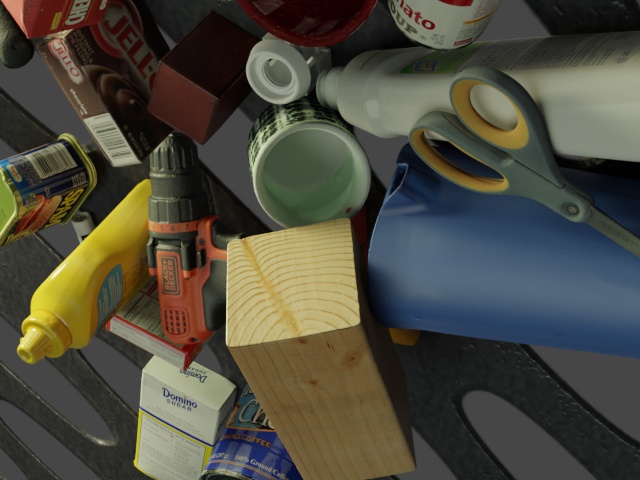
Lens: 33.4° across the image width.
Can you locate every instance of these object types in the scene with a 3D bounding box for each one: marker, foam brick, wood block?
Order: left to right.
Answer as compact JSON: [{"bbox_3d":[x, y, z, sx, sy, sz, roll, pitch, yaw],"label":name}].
[{"bbox_3d":[-0.215,0.026,1.041,0.020,0.020,0.121,8,131,27],"label":"marker"},{"bbox_3d":[-0.084,-0.119,0.787,0.051,0.078,0.053,31,137,3],"label":"foam brick"},{"bbox_3d":[0.005,0.089,0.774,0.090,0.091,0.206,-11,140,9],"label":"wood block"}]

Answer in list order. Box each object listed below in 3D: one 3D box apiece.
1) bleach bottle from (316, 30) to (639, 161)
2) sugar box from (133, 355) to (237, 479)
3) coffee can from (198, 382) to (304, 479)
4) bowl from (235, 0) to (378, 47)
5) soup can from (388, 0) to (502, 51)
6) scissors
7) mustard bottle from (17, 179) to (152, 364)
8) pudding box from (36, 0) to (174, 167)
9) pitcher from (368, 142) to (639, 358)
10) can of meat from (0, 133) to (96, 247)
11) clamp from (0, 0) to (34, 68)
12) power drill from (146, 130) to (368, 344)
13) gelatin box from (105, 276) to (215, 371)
[{"bbox_3d":[0.111,-0.097,0.679,0.251,0.102,0.068,8,119,36],"label":"bleach bottle"},{"bbox_3d":[-0.145,0.197,1.127,0.093,0.048,0.176,26,133,12],"label":"sugar box"},{"bbox_3d":[-0.032,0.171,0.945,0.103,0.140,0.103,19,148,12],"label":"coffee can"},{"bbox_3d":[-0.004,-0.205,0.659,0.162,0.055,0.162,27,132,34],"label":"bowl"},{"bbox_3d":[0.081,-0.166,0.626,0.068,0.068,0.102,32,158,5],"label":"soup can"},{"bbox_3d":[0.144,-0.037,0.613,0.202,0.016,0.096,25,142,17],"label":"scissors"},{"bbox_3d":[-0.190,0.035,0.906,0.058,0.191,0.096,30,137,7],"label":"mustard bottle"},{"bbox_3d":[-0.151,-0.126,0.816,0.039,0.090,0.113,-5,124,38],"label":"pudding box"},{"bbox_3d":[0.165,0.017,0.719,0.243,0.149,0.145,9,107,22],"label":"pitcher"},{"bbox_3d":[-0.261,-0.042,0.955,0.057,0.083,0.102,56,137,6],"label":"can of meat"},{"bbox_3d":[-0.275,-0.222,0.824,0.210,0.036,0.165,64,168,-8],"label":"clamp"},{"bbox_3d":[-0.056,0.001,0.870,0.188,0.057,0.184,4,107,26],"label":"power drill"},{"bbox_3d":[-0.143,0.071,0.994,0.089,0.073,0.030,25,136,12],"label":"gelatin box"}]
